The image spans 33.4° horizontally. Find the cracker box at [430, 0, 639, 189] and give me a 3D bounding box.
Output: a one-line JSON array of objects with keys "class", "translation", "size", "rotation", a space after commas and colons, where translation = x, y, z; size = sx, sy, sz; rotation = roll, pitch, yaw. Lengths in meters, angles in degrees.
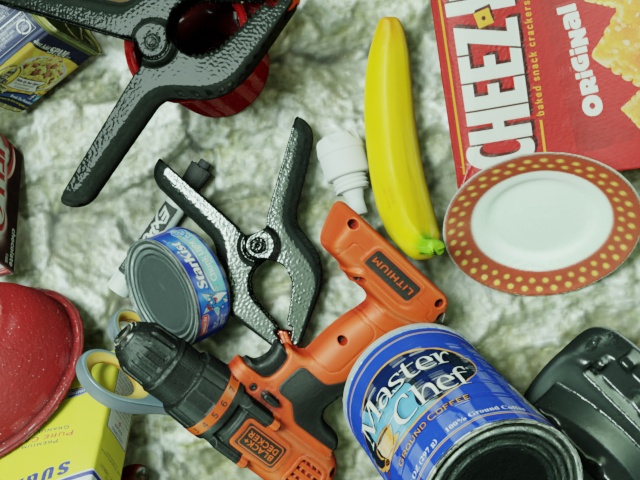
[{"class": "cracker box", "translation": [0.185, -0.129, 0.703], "size": [0.214, 0.072, 0.164], "rotation": [-8, 103, 11]}]

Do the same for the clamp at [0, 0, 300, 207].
[{"class": "clamp", "translation": [-0.112, -0.121, 0.727], "size": [0.210, 0.036, 0.164], "rotation": [-14, 89, 7]}]

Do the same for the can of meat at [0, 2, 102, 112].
[{"class": "can of meat", "translation": [-0.229, -0.147, 0.812], "size": [0.084, 0.102, 0.057], "rotation": [-37, 78, 9]}]

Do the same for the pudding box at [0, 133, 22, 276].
[{"class": "pudding box", "translation": [-0.263, -0.039, 0.797], "size": [0.039, 0.090, 0.113], "rotation": [-11, 60, 15]}]

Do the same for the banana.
[{"class": "banana", "translation": [0.059, -0.062, 0.750], "size": [0.037, 0.070, 0.198], "rotation": [3, 60, -24]}]

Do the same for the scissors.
[{"class": "scissors", "translation": [-0.097, 0.131, 0.762], "size": [0.202, 0.096, 0.016], "rotation": [49, 127, 15]}]

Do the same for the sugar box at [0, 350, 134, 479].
[{"class": "sugar box", "translation": [-0.187, 0.160, 0.743], "size": [0.093, 0.048, 0.176], "rotation": [-14, 36, 11]}]

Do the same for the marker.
[{"class": "marker", "translation": [-0.121, -0.010, 0.813], "size": [0.020, 0.020, 0.121], "rotation": [36, 93, 14]}]

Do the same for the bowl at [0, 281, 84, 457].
[{"class": "bowl", "translation": [-0.255, 0.085, 0.775], "size": [0.162, 0.055, 0.162], "rotation": [-15, 46, 16]}]

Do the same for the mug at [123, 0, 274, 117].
[{"class": "mug", "translation": [-0.076, -0.144, 0.784], "size": [0.117, 0.081, 0.093], "rotation": [-32, 78, 8]}]

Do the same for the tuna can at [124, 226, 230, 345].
[{"class": "tuna can", "translation": [-0.103, 0.034, 0.772], "size": [0.086, 0.033, 0.086], "rotation": [25, 127, 39]}]

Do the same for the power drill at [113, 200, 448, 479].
[{"class": "power drill", "translation": [-0.021, 0.066, 0.728], "size": [0.184, 0.057, 0.188], "rotation": [40, 94, -21]}]

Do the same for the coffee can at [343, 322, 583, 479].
[{"class": "coffee can", "translation": [0.083, 0.125, 0.665], "size": [0.102, 0.140, 0.103], "rotation": [-6, 110, -16]}]

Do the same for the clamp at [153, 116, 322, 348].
[{"class": "clamp", "translation": [-0.055, 0.001, 0.781], "size": [0.120, 0.039, 0.171], "rotation": [-9, 84, 9]}]
